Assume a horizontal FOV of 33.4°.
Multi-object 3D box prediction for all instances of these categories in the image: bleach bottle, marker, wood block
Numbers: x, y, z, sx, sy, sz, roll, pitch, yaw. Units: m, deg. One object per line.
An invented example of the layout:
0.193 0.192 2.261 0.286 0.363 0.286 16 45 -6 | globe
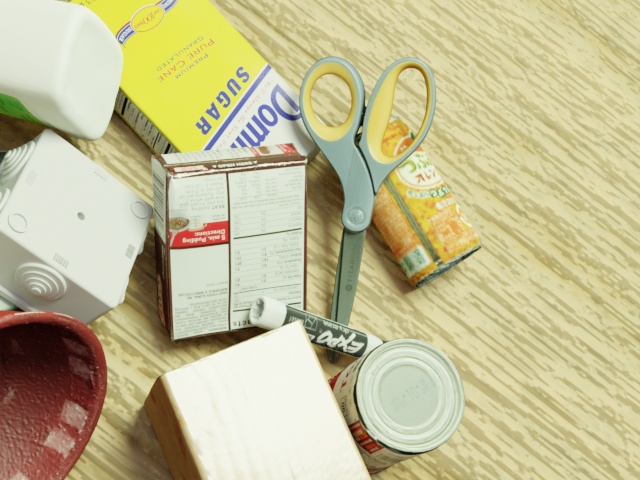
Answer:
-0.253 -0.122 0.637 0.251 0.102 0.068 12 82 7 | bleach bottle
0.010 0.061 0.674 0.121 0.020 0.020 22 66 -30 | marker
-0.019 0.164 0.612 0.090 0.090 0.206 -20 78 -21 | wood block

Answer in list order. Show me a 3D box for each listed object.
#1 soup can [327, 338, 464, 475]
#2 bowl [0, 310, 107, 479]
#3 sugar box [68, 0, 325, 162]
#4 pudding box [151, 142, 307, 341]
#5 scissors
0.038 0.102 0.642 0.068 0.102 0.068 5 71 -14 | soup can
-0.194 0.095 0.571 0.055 0.162 0.162 32 62 29 | bowl
-0.085 -0.102 0.709 0.176 0.048 0.093 45 66 4 | sugar box
-0.054 0.001 0.655 0.090 0.039 0.113 -7 116 -19 | pudding box
0.008 -0.030 0.689 0.096 0.016 0.202 25 95 3 | scissors
